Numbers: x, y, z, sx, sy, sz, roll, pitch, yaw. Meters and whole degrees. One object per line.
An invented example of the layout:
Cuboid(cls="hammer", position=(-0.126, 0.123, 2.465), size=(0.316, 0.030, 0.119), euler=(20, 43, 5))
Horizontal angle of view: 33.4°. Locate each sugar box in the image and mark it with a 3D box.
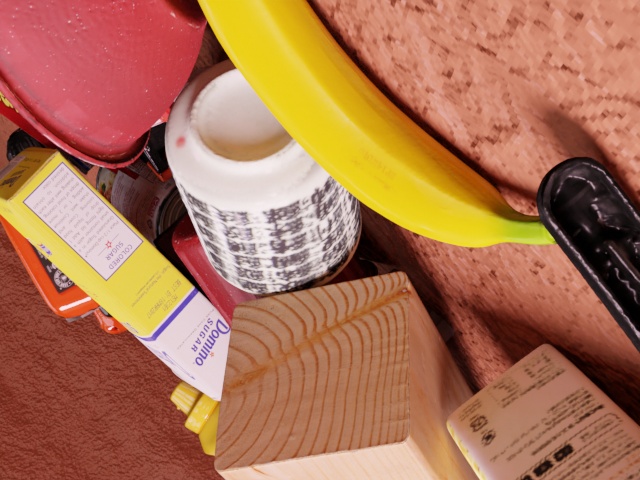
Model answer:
Cuboid(cls="sugar box", position=(-0.119, 0.020, 0.637), size=(0.176, 0.048, 0.093), euler=(50, 164, -22))

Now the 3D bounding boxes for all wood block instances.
Cuboid(cls="wood block", position=(0.035, 0.116, 0.544), size=(0.206, 0.091, 0.090), euler=(57, -152, -46))

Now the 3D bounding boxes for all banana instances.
Cuboid(cls="banana", position=(0.007, -0.062, 0.405), size=(0.198, 0.037, 0.070), euler=(44, 139, -1))

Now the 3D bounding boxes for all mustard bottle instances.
Cuboid(cls="mustard bottle", position=(-0.030, 0.164, 0.817), size=(0.191, 0.058, 0.096), euler=(33, 178, 2))

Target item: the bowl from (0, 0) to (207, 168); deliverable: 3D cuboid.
Cuboid(cls="bowl", position=(-0.090, -0.112, 0.414), size=(0.162, 0.055, 0.162), euler=(58, -163, -30))

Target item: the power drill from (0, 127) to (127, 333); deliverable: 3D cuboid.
Cuboid(cls="power drill", position=(-0.189, -0.013, 0.792), size=(0.184, 0.057, 0.188), euler=(58, 176, -2))

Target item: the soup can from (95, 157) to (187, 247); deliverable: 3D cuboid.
Cuboid(cls="soup can", position=(-0.110, -0.030, 0.772), size=(0.102, 0.068, 0.068), euler=(29, 158, 49))

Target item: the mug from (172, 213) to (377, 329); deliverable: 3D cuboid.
Cuboid(cls="mug", position=(-0.028, 0.013, 0.580), size=(0.081, 0.093, 0.117), euler=(56, -170, -18))
